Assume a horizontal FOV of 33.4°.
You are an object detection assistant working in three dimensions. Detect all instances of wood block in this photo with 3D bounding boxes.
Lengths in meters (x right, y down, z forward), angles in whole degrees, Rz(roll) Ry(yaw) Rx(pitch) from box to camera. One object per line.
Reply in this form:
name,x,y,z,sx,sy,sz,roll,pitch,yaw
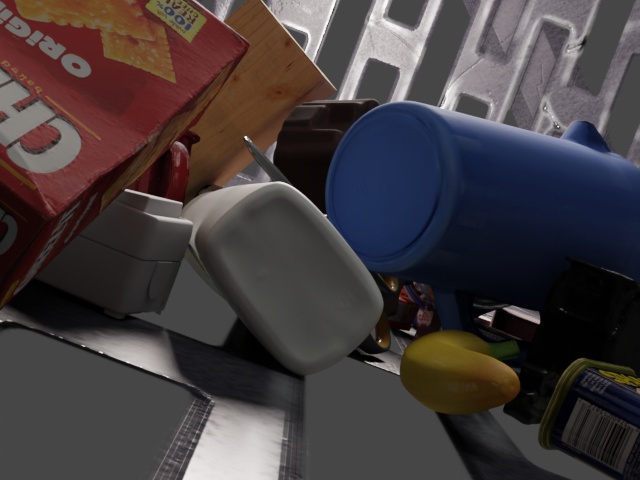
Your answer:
wood block,-0.098,-0.098,0.896,0.090,0.206,0.090,51,6,5

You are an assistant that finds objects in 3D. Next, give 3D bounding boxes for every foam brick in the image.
foam brick,0.179,0.094,0.963,0.053,0.051,0.078,20,2,3

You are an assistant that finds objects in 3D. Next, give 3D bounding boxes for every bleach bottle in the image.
bleach bottle,-0.042,0.015,0.664,0.102,0.068,0.251,53,-10,-9

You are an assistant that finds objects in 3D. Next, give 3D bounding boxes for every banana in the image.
banana,0.078,0.071,0.613,0.070,0.037,0.197,-18,-1,10

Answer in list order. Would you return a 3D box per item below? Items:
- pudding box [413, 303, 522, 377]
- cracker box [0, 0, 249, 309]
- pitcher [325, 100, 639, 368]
pudding box,0.133,0.088,0.862,0.090,0.039,0.113,20,2,-10
cracker box,-0.145,-0.086,0.485,0.164,0.072,0.213,38,32,-3
pitcher,0.118,-0.008,0.730,0.242,0.145,0.149,10,45,-46
